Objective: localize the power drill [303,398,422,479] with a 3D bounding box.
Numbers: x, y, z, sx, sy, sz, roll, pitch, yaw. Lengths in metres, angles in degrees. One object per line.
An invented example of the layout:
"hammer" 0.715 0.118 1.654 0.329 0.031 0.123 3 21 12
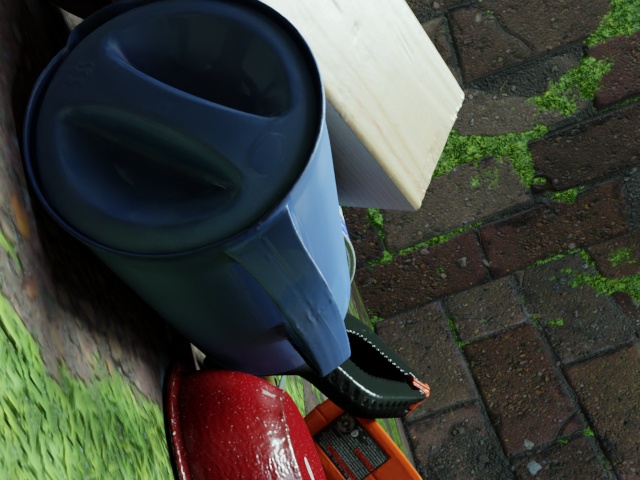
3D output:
"power drill" 0.047 0.210 0.841 0.185 0.057 0.187 46 -15 26

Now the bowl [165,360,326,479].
"bowl" -0.030 0.135 0.590 0.162 0.055 0.162 -21 91 -86

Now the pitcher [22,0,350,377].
"pitcher" -0.043 -0.002 0.556 0.243 0.145 0.149 70 27 -66

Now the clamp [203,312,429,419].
"clamp" -0.005 0.078 0.762 0.209 0.036 0.164 35 25 -20

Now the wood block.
"wood block" -0.012 -0.109 0.582 0.206 0.091 0.090 46 59 -45
